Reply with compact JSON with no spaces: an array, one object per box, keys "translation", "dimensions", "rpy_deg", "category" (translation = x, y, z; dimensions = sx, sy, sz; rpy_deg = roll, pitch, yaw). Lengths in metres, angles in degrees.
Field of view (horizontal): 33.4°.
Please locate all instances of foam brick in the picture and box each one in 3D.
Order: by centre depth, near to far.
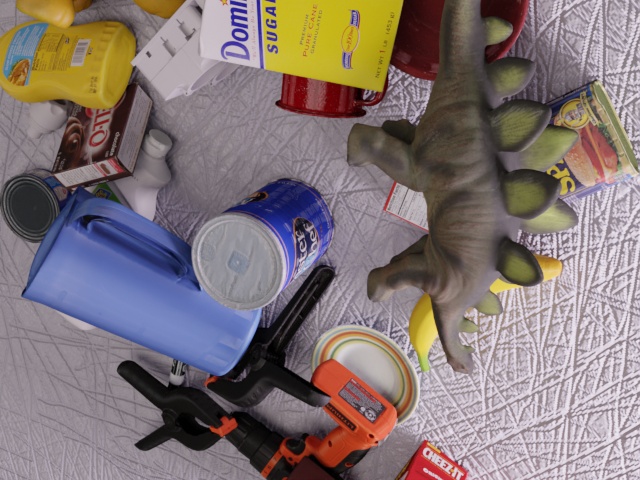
[{"translation":[-0.024,0.289,1.184],"dimensions":[0.053,0.051,0.078],"rpy_deg":[37,129,7],"category":"foam brick"}]

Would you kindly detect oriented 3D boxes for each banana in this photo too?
[{"translation":[0.155,0.059,1.108],"dimensions":[0.069,0.037,0.198],"rpy_deg":[41,121,-15],"category":"banana"}]

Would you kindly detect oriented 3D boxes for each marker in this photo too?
[{"translation":[-0.167,0.143,1.281],"dimensions":[0.020,0.020,0.121],"rpy_deg":[22,115,15],"category":"marker"}]

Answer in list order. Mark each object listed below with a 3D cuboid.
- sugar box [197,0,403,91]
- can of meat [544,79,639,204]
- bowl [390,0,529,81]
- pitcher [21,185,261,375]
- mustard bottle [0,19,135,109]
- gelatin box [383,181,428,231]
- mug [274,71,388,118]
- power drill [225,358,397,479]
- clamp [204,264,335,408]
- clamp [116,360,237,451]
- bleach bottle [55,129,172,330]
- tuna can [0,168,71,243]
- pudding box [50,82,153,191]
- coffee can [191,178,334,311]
[{"translation":[-0.020,-0.200,0.978],"dimensions":[0.176,0.048,0.093],"rpy_deg":[9,115,-5],"category":"sugar box"},{"translation":[0.242,-0.090,1.006],"dimensions":[0.084,0.057,0.102],"rpy_deg":[-24,97,26],"category":"can of meat"},{"translation":[0.117,-0.234,1.003],"dimensions":[0.162,0.055,0.162],"rpy_deg":[6,114,14],"category":"bowl"},{"translation":[-0.185,0.047,1.153],"dimensions":[0.242,0.149,0.145],"rpy_deg":[28,95,-15],"category":"pitcher"},{"translation":[-0.304,-0.198,1.186],"dimensions":[0.192,0.058,0.096],"rpy_deg":[7,73,22],"category":"mustard bottle"},{"translation":[0.118,-0.048,1.088],"dimensions":[0.089,0.030,0.073],"rpy_deg":[27,117,13],"category":"gelatin box"},{"translation":[0.015,-0.167,1.055],"dimensions":[0.117,0.093,0.081],"rpy_deg":[17,109,31],"category":"mug"},{"translation":[-0.011,0.219,1.208],"dimensions":[0.184,0.057,0.188],"rpy_deg":[37,129,7],"category":"power drill"},{"translation":[-0.055,0.138,1.179],"dimensions":[0.036,0.164,0.210],"rpy_deg":[28,133,-32],"category":"clamp"},{"translation":[-0.175,0.198,1.265],"dimensions":[0.172,0.039,0.120],"rpy_deg":[-6,112,37],"category":"clamp"},{"translation":[-0.238,-0.018,1.232],"dimensions":[0.102,0.068,0.251],"rpy_deg":[38,115,2],"category":"bleach bottle"},{"translation":[-0.340,-0.042,1.282],"dimensions":[0.086,0.033,0.086],"rpy_deg":[7,110,21],"category":"tuna can"},{"translation":[-0.239,-0.114,1.173],"dimensions":[0.090,0.113,0.039],"rpy_deg":[-13,142,26],"category":"pudding box"},{"translation":[-0.057,0.001,1.116],"dimensions":[0.103,0.140,0.103],"rpy_deg":[7,110,20],"category":"coffee can"}]
